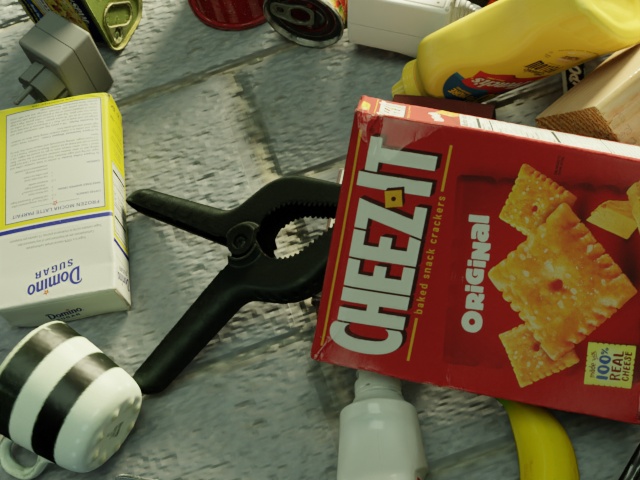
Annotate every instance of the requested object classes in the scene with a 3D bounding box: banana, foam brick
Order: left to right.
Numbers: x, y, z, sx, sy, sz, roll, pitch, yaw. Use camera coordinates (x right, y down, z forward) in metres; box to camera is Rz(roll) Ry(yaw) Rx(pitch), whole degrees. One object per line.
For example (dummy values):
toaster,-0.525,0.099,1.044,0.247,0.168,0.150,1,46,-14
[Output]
foam brick,0.088,-0.069,0.786,0.078,0.053,0.051,8,64,15
banana,0.122,0.183,0.659,0.070,0.037,0.197,-3,57,34

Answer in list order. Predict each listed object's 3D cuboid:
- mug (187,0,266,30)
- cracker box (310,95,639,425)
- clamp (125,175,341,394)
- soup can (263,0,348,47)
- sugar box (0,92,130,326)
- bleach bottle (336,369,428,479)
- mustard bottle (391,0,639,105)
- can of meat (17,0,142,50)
mug,-0.069,-0.246,0.890,0.093,0.081,0.117,29,71,22
cracker box,0.113,0.011,0.663,0.213,0.072,0.164,11,104,3
clamp,-0.055,0.001,0.760,0.210,0.036,0.164,-25,59,16
soup can,0.001,-0.219,0.872,0.068,0.068,0.102,12,65,16
sugar box,-0.197,-0.025,0.818,0.093,0.048,0.176,-10,65,5
bleach bottle,0.038,0.184,0.624,0.068,0.102,0.251,-9,54,10
mustard bottle,0.128,-0.137,0.773,0.192,0.096,0.058,-18,78,42
can of meat,-0.207,-0.212,0.887,0.084,0.102,0.057,16,67,20
